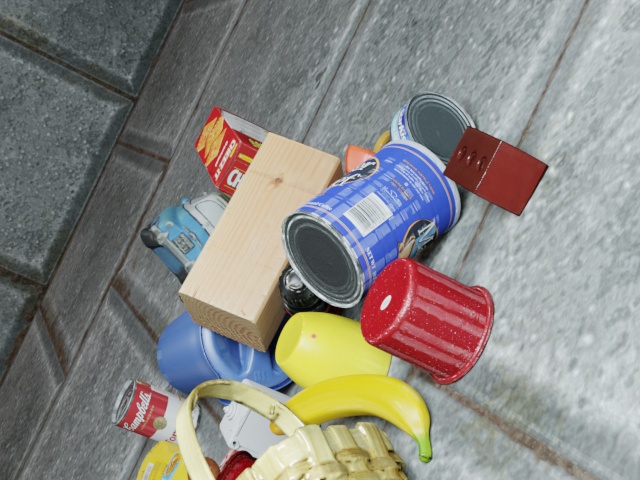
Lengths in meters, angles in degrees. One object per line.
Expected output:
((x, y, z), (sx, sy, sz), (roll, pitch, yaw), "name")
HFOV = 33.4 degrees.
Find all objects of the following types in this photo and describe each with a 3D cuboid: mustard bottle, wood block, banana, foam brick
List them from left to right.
((-0.173, 0.303, 1.304), (0.192, 0.058, 0.096), (-9, 60, 66), "mustard bottle")
((-0.057, 0.001, 1.141), (0.206, 0.091, 0.090), (-62, -17, -22), "wood block")
((0.030, 0.152, 0.962), (0.198, 0.037, 0.069), (-2, 49, 47), "banana")
((0.154, -0.063, 0.950), (0.053, 0.051, 0.078), (-62, 21, 7), "foam brick")

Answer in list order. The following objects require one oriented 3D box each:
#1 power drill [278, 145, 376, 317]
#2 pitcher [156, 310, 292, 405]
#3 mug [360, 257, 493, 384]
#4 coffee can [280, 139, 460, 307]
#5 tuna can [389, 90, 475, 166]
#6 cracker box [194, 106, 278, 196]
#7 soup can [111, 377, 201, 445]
((0.016, -0.001, 1.109), (0.187, 0.057, 0.184), (-63, -12, -10), "power drill")
((-0.111, 0.116, 1.287), (0.243, 0.149, 0.145), (-26, 86, 64), "pitcher")
((0.084, 0.064, 0.927), (0.093, 0.081, 0.117), (-64, 20, 1), "mug")
((0.048, -0.017, 0.996), (0.140, 0.103, 0.103), (-37, 5, -31), "coffee can")
((0.111, -0.102, 1.051), (0.034, 0.086, 0.086), (-40, 31, 51), "tuna can")
((-0.063, -0.086, 1.341), (0.072, 0.164, 0.214), (-61, 20, 11), "cracker box")
((-0.221, 0.234, 1.437), (0.069, 0.102, 0.068), (-50, 24, 33), "soup can")
